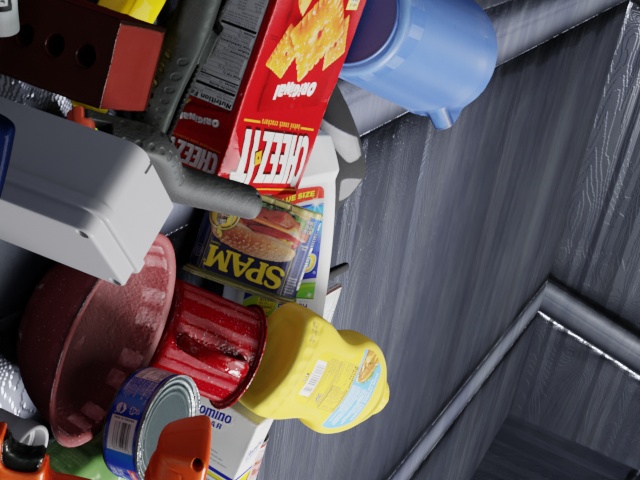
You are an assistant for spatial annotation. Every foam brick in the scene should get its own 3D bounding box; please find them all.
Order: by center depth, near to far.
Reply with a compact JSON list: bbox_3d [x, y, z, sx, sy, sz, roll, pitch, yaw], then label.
[{"bbox_3d":[-0.138,-0.111,0.616,0.051,0.078,0.053,-12,120,-66],"label":"foam brick"}]

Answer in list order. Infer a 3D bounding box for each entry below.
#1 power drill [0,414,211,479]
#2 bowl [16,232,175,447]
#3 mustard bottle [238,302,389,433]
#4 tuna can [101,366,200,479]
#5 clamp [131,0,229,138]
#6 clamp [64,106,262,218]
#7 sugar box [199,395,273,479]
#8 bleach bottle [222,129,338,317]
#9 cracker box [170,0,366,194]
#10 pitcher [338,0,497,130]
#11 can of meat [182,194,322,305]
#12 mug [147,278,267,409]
[{"bbox_3d":[-0.166,0.136,0.667,0.057,0.187,0.184,-92,-166,-62],"label":"power drill"},{"bbox_3d":[-0.165,0.060,0.752,0.162,0.055,0.162,22,90,-77],"label":"bowl"},{"bbox_3d":[0.008,0.122,0.949,0.191,0.058,0.096,29,89,-52],"label":"mustard bottle"},{"bbox_3d":[-0.125,0.138,0.793,0.086,0.034,0.086,11,90,-68],"label":"tuna can"},{"bbox_3d":[-0.083,-0.149,0.727,0.210,0.036,0.164,-61,-174,36],"label":"clamp"},{"bbox_3d":[-0.131,-0.036,0.734,0.171,0.120,0.039,36,33,-52],"label":"clamp"},{"bbox_3d":[-0.115,0.206,0.965,0.176,0.093,0.048,-64,164,18],"label":"sugar box"},{"bbox_3d":[-0.040,-0.004,0.979,0.068,0.102,0.251,-136,-129,-76],"label":"bleach bottle"},{"bbox_3d":[-0.040,-0.144,0.849,0.164,0.072,0.214,-6,117,-68],"label":"cracker box"},{"bbox_3d":[0.072,-0.206,1.023,0.145,0.149,0.242,-57,160,14],"label":"pitcher"},{"bbox_3d":[-0.056,0.001,0.920,0.057,0.102,0.084,-8,118,-86],"label":"can of meat"},{"bbox_3d":[-0.097,0.084,0.863,0.081,0.117,0.093,25,92,-26],"label":"mug"}]
